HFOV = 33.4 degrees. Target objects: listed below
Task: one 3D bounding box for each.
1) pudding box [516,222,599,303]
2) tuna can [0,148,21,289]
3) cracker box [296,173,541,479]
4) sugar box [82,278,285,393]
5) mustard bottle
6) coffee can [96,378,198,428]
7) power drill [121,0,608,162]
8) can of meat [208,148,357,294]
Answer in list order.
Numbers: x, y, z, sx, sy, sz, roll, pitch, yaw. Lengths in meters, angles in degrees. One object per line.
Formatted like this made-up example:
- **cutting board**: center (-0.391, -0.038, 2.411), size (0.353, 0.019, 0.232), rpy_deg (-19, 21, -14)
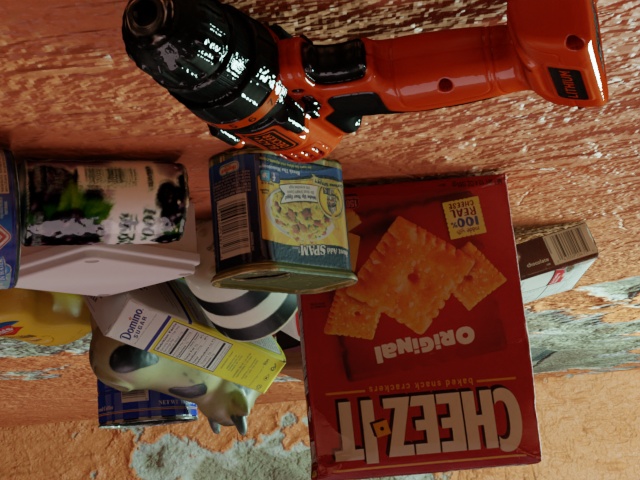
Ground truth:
- **pudding box**: center (0.197, 0.030, 1.013), size (0.113, 0.039, 0.090), rpy_deg (-15, 159, -10)
- **tuna can**: center (-0.200, -0.013, 0.637), size (0.033, 0.086, 0.086), rpy_deg (-2, 167, -22)
- **cracker box**: center (0.066, 0.064, 0.791), size (0.164, 0.214, 0.072), rpy_deg (-5, 167, -3)
- **sugar box**: center (-0.119, 0.069, 0.916), size (0.176, 0.048, 0.093), rpy_deg (24, -165, -38)
- **mustard bottle**: center (-0.302, 0.062, 0.993), size (0.096, 0.058, 0.191), rpy_deg (-5, 168, 25)
- **coffee can**: center (-0.182, 0.120, 1.105), size (0.103, 0.140, 0.103), rpy_deg (-5, 168, -1)
- **power drill**: center (0.027, -0.085, 0.476), size (0.188, 0.057, 0.184), rpy_deg (-7, 171, 20)
- **can of meat**: center (-0.026, -0.012, 0.713), size (0.058, 0.084, 0.101), rpy_deg (-17, 163, 43)
